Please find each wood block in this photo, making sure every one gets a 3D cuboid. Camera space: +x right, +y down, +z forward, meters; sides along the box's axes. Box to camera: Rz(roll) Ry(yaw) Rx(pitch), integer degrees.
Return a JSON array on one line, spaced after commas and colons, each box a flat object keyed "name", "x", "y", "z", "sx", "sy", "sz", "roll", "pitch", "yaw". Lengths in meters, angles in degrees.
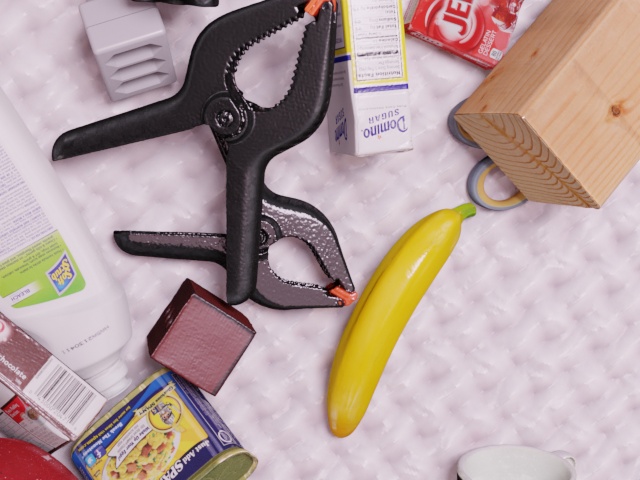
[{"name": "wood block", "x": 0.202, "y": -0.130, "z": 0.729, "sx": 0.090, "sy": 0.090, "sz": 0.206, "roll": 45, "pitch": 80, "yaw": -20}]

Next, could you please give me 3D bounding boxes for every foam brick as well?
[{"name": "foam brick", "x": -0.082, "y": 0.064, "z": 0.727, "sx": 0.051, "sy": 0.078, "sz": 0.053, "roll": 33, "pitch": 88, "yaw": -12}]

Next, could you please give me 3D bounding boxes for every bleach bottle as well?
[{"name": "bleach bottle", "x": -0.208, "y": 0.001, "z": 0.706, "sx": 0.102, "sy": 0.068, "sz": 0.251, "roll": -29, "pitch": 104, "yaw": 0}]

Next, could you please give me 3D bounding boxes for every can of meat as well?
[{"name": "can of meat", "x": -0.108, "y": 0.148, "z": 0.725, "sx": 0.102, "sy": 0.057, "sz": 0.084, "roll": -40, "pitch": 64, "yaw": -4}]

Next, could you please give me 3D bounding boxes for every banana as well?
[{"name": "banana", "x": 0.052, "y": 0.053, "z": 0.756, "sx": 0.069, "sy": 0.037, "sz": 0.198, "roll": 29, "pitch": 94, "yaw": -51}]

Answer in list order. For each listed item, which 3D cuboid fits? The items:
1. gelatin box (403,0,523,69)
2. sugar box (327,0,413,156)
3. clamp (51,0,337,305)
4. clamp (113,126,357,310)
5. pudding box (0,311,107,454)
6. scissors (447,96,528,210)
[{"name": "gelatin box", "x": 0.107, "y": -0.175, "z": 0.754, "sx": 0.073, "sy": 0.030, "sz": 0.089, "roll": 22, "pitch": 92, "yaw": -12}, {"name": "sugar box", "x": 0.026, "y": -0.146, "z": 0.712, "sx": 0.048, "sy": 0.093, "sz": 0.176, "roll": -9, "pitch": 99, "yaw": -9}, {"name": "clamp", "x": -0.067, "y": -0.082, "z": 0.684, "sx": 0.164, "sy": 0.036, "sz": 0.210, "roll": 33, "pitch": 107, "yaw": 0}, {"name": "clamp", "x": -0.055, "y": 0.001, "z": 0.745, "sx": 0.171, "sy": 0.039, "sz": 0.120, "roll": 43, "pitch": 95, "yaw": -6}, {"name": "pudding box", "x": -0.204, "y": 0.091, "z": 0.698, "sx": 0.113, "sy": 0.090, "sz": 0.039, "roll": 43, "pitch": 57, "yaw": -9}, {"name": "scissors", "x": 0.191, "y": -0.065, "z": 0.791, "sx": 0.201, "sy": 0.016, "sz": 0.096, "roll": 4, "pitch": 98, "yaw": -11}]
